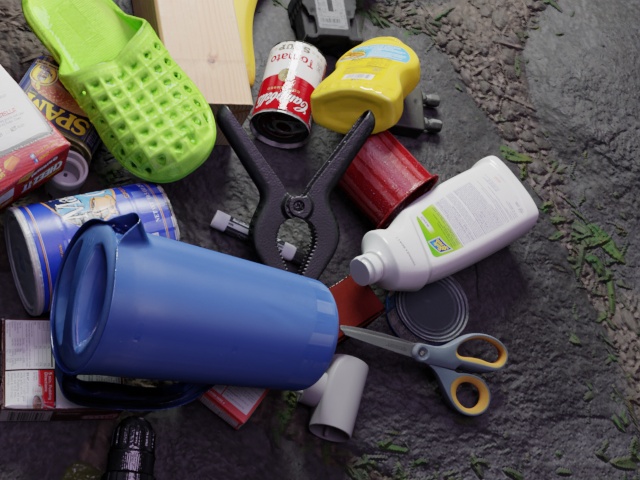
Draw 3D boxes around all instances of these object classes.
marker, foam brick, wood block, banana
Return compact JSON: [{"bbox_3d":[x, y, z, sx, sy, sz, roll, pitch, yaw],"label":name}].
[{"bbox_3d":[-0.057,0.001,1.123,0.121,0.020,0.020,25,60,-9],"label":"marker"},{"bbox_3d":[0.016,0.078,1.097,0.078,0.053,0.051,-31,80,-31],"label":"foam brick"},{"bbox_3d":[-0.142,-0.214,1.151,0.090,0.090,0.206,-2,67,-23],"label":"wood block"},{"bbox_3d":[-0.081,-0.263,1.228,0.069,0.037,0.197,23,60,-8],"label":"banana"}]

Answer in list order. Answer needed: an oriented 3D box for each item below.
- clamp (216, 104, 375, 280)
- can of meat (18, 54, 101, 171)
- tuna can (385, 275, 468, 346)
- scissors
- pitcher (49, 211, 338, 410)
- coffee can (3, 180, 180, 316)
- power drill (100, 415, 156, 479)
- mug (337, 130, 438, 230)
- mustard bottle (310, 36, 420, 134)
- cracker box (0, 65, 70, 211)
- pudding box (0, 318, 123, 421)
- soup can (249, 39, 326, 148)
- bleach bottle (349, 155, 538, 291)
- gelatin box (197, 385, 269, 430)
[{"bbox_3d":[-0.016,-0.041,1.097,0.164,0.036,0.210,-6,95,-11],"label":"clamp"},{"bbox_3d":[-0.264,-0.130,1.084,0.102,0.058,0.084,27,57,-7],"label":"can of meat"},{"bbox_3d":[0.114,0.074,1.147,0.086,0.034,0.086,8,64,-17],"label":"tuna can"},{"bbox_3d":[0.107,0.135,1.099,0.201,0.016,0.096,2,90,-26],"label":"scissors"},{"bbox_3d":[-0.112,0.077,0.955,0.242,0.149,0.145,14,67,-33],"label":"pitcher"},{"bbox_3d":[-0.216,0.005,1.011,0.140,0.103,0.103,-14,72,-26],"label":"coffee can"},{"bbox_3d":[-0.110,0.258,0.962,0.187,0.057,0.184,10,67,-14],"label":"power drill"},{"bbox_3d":[0.074,-0.070,1.175,0.081,0.093,0.117,48,32,10],"label":"mug"},{"bbox_3d":[0.061,-0.183,1.198,0.096,0.058,0.191,3,32,19],"label":"mustard bottle"},{"bbox_3d":[-0.361,-0.110,0.971,0.164,0.072,0.214,-40,86,-28],"label":"cracker box"},{"bbox_3d":[-0.240,0.119,0.986,0.113,0.039,0.090,3,65,-22],"label":"pudding box"},{"bbox_3d":[-0.034,-0.162,1.181,0.068,0.069,0.102,20,60,-12],"label":"soup can"},{"bbox_3d":[0.123,-0.012,1.143,0.250,0.068,0.102,-22,68,-39],"label":"bleach bottle"},{"bbox_3d":[-0.082,0.129,1.048,0.073,0.030,0.089,39,58,1],"label":"gelatin box"}]
